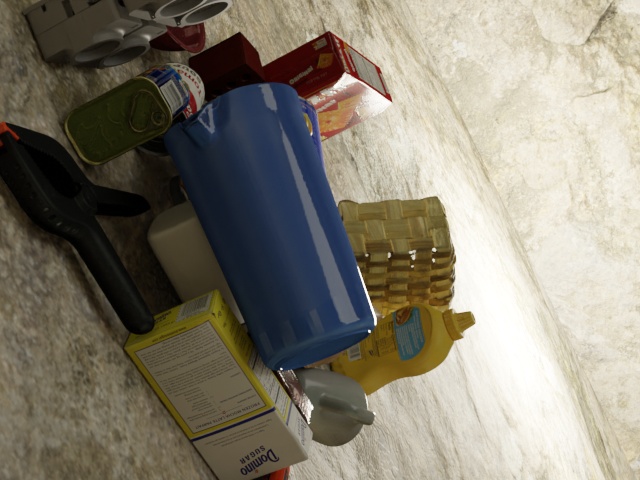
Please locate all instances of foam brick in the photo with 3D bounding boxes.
[{"bbox_3d":[-0.117,-0.213,1.339,0.053,0.078,0.051,38,32,-55],"label":"foam brick"}]

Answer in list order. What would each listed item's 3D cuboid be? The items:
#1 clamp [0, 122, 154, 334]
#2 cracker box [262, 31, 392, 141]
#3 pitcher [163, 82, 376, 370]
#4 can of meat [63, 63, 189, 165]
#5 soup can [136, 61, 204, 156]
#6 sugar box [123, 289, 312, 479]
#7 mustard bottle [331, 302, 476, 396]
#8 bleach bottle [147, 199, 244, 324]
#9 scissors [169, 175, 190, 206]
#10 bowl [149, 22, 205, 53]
[{"bbox_3d":[-0.209,-0.034,0.922,0.209,0.036,0.164,51,19,-35],"label":"clamp"},{"bbox_3d":[-0.009,-0.201,1.487,0.072,0.164,0.213,68,18,12],"label":"cracker box"},{"bbox_3d":[-0.036,-0.010,0.979,0.243,0.149,0.145,68,-23,14],"label":"pitcher"},{"bbox_3d":[-0.180,-0.122,1.013,0.057,0.102,0.084,61,17,-14],"label":"can of meat"},{"bbox_3d":[-0.163,-0.141,1.133,0.068,0.069,0.102,58,19,-24],"label":"soup can"},{"bbox_3d":[-0.089,0.137,0.965,0.176,0.093,0.048,59,20,-25],"label":"sugar box"},{"bbox_3d":[0.108,0.131,1.364,0.058,0.192,0.096,50,25,-41],"label":"mustard bottle"},{"bbox_3d":[-0.090,0.085,1.074,0.102,0.068,0.251,-94,161,-73],"label":"bleach bottle"},{"bbox_3d":[-0.123,0.011,1.145,0.096,0.016,0.202,39,32,-53],"label":"scissors"},{"bbox_3d":[-0.197,-0.278,1.226,0.162,0.055,0.162,54,22,-34],"label":"bowl"}]
